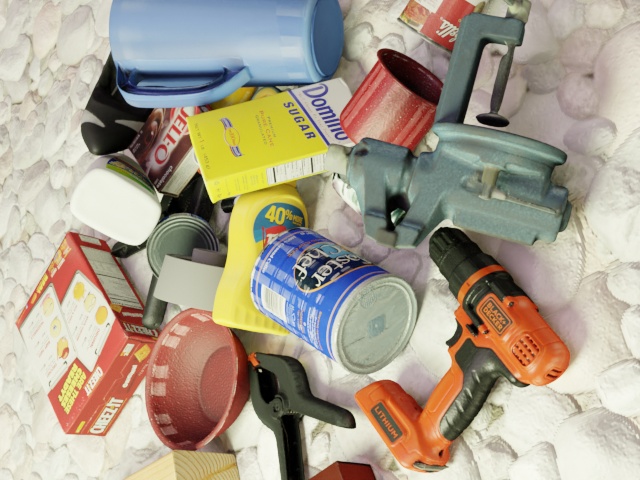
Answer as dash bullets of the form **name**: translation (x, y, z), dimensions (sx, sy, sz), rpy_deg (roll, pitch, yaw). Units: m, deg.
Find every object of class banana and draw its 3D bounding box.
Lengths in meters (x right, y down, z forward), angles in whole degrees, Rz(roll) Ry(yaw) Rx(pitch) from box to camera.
- **banana**: translation (-0.154, -0.150, 1.323), dimensions (0.198, 0.037, 0.069), rpy_deg (-11, 72, 43)

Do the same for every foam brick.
- **foam brick**: translation (0.014, 0.254, 1.031), dimensions (0.078, 0.051, 0.053), rpy_deg (-41, 52, 30)

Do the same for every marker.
- **marker**: translation (-0.072, -0.047, 1.225), dimensions (0.121, 0.020, 0.020), rpy_deg (-9, 72, 43)

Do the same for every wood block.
- **wood block**: translation (-0.187, 0.313, 1.188), dimensions (0.206, 0.090, 0.090), rpy_deg (-35, 56, 34)

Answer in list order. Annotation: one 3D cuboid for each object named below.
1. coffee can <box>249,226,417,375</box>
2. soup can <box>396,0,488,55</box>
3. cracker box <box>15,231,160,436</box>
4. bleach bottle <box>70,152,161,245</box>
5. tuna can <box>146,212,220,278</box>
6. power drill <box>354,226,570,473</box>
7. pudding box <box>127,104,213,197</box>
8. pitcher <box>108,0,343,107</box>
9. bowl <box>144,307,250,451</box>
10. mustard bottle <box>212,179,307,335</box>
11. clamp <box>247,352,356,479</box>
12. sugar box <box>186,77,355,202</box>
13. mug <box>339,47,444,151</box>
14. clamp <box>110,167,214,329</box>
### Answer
- **coffee can**: translation (0.011, 0.057, 1.053), dimensions (0.140, 0.102, 0.103), rpy_deg (29, 99, 46)
- **soup can**: translation (0.130, -0.242, 1.044), dimensions (0.102, 0.068, 0.069), rpy_deg (-58, 46, 16)
- **cracker box**: translation (-0.299, 0.119, 1.370), dimensions (0.164, 0.072, 0.214), rpy_deg (-56, 48, 19)
- **bleach bottle**: translation (-0.251, -0.068, 1.310), dimensions (0.068, 0.102, 0.251), rpy_deg (-57, 18, 7)
- **tuna can**: translation (-0.161, 0.011, 1.250), dimensions (0.034, 0.086, 0.086), rpy_deg (-129, 60, -78)
- **power drill**: translation (0.114, 0.103, 0.969), dimensions (0.188, 0.057, 0.185), rpy_deg (-53, 48, 21)
- **pudding box**: translation (-0.172, -0.123, 1.280), dimensions (0.114, 0.039, 0.090), rpy_deg (-53, 52, 21)
- **pitcher**: translation (-0.105, -0.221, 1.182), dimensions (0.243, 0.144, 0.149), rpy_deg (5, 100, 23)
- **bowl**: translation (-0.128, 0.158, 1.198), dimensions (0.162, 0.055, 0.162), rpy_deg (-15, 69, 42)
- **mustard bottle**: translation (-0.057, 0.001, 1.142), dimensions (0.058, 0.096, 0.191), rpy_deg (3, 81, 44)
- **clamp**: translation (-0.025, 0.171, 1.103), dimensions (0.120, 0.039, 0.171), rpy_deg (-47, 50, 24)
- **sugar box**: translation (-0.044, -0.108, 1.121), dimensions (0.176, 0.048, 0.093), rpy_deg (-17, 59, -5)
- **mug**: translation (0.072, -0.136, 1.066), dimensions (0.082, 0.093, 0.117), rpy_deg (-53, 17, 27)
- **clamp**: translation (-0.190, -0.015, 1.323), dimensions (0.210, 0.036, 0.165), rpy_deg (-59, 41, 13)
